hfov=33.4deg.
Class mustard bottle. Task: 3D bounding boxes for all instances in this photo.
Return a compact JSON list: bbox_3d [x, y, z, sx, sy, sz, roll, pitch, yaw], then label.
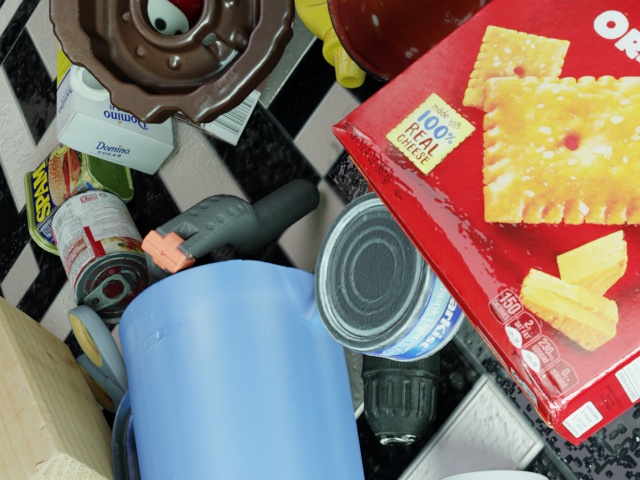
[{"bbox_3d":[0.028,-0.192,0.743,0.096,0.058,0.191,-9,62,31],"label":"mustard bottle"}]

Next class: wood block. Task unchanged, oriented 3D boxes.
[{"bbox_3d":[-0.205,0.134,0.729,0.091,0.090,0.206,-44,39,-1],"label":"wood block"}]

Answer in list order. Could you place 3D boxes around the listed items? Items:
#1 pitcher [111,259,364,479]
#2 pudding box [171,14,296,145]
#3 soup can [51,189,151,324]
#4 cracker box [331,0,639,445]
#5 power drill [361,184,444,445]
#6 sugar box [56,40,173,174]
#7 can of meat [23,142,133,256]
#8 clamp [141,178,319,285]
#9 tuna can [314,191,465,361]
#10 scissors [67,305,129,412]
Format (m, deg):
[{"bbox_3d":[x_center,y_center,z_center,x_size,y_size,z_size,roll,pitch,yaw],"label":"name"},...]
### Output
[{"bbox_3d":[-0.042,0.147,0.582,0.149,0.145,0.243,97,165,-55],"label":"pitcher"},{"bbox_3d":[-0.077,-0.141,0.858,0.090,0.039,0.113,28,90,54],"label":"pudding box"},{"bbox_3d":[-0.175,0.011,0.862,0.068,0.068,0.102,-53,38,14],"label":"soup can"},{"bbox_3d":[0.136,-0.046,0.443,0.214,0.072,0.164,-38,61,7],"label":"cracker box"},{"bbox_3d":[0.093,0.009,0.555,0.188,0.057,0.184,-16,64,43],"label":"power drill"},{"bbox_3d":[-0.183,-0.145,0.938,0.048,0.093,0.176,-44,41,38],"label":"sugar box"},{"bbox_3d":[-0.215,-0.048,0.954,0.084,0.057,0.102,-42,43,22],"label":"can of meat"},{"bbox_3d":[-0.054,0.001,0.673,0.039,0.171,0.120,29,89,14],"label":"clamp"},{"bbox_3d":[0.036,0.018,0.547,0.086,0.033,0.086,-17,66,44],"label":"tuna can"},{"bbox_3d":[-0.135,0.103,0.767,0.202,0.016,0.096,14,124,54],"label":"scissors"}]
